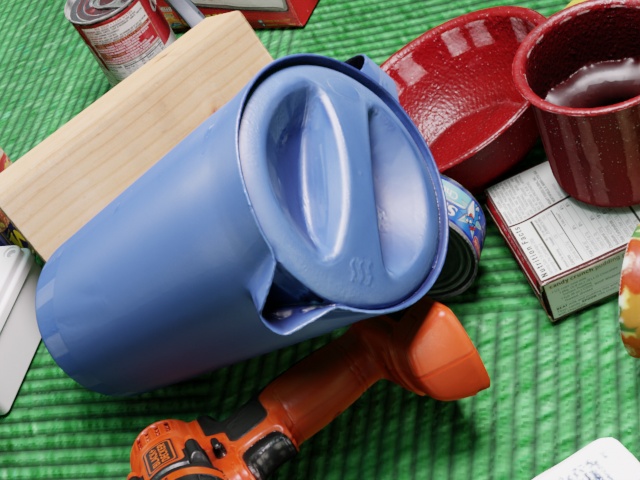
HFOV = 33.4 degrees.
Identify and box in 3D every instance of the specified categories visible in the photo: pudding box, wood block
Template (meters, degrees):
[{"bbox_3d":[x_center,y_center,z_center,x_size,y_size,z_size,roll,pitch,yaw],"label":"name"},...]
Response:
[{"bbox_3d":[0.163,-0.015,0.617,0.113,0.039,0.090,-26,43,5],"label":"pudding box"},{"bbox_3d":[-0.123,-0.063,0.750,0.206,0.090,0.091,-40,20,-12],"label":"wood block"}]

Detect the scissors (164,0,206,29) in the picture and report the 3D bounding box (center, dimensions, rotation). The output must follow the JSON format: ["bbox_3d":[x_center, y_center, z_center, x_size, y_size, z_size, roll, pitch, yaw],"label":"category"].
[{"bbox_3d":[-0.109,-0.182,0.812,0.016,0.201,0.096,-43,67,4],"label":"scissors"}]

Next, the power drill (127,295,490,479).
[{"bbox_3d":[-0.010,0.098,0.544,0.187,0.057,0.185,-32,16,-9],"label":"power drill"}]

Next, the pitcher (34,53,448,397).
[{"bbox_3d":[-0.054,0.001,0.593,0.243,0.148,0.145,-27,78,45],"label":"pitcher"}]

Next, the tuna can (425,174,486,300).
[{"bbox_3d":[0.053,-0.004,0.627,0.086,0.086,0.033,0,48,27],"label":"tuna can"}]

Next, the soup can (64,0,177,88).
[{"bbox_3d":[-0.152,-0.159,0.862,0.068,0.102,0.068,-14,45,14],"label":"soup can"}]

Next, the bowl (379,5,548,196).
[{"bbox_3d":[0.088,-0.076,0.684,0.162,0.055,0.162,-27,34,20],"label":"bowl"}]
